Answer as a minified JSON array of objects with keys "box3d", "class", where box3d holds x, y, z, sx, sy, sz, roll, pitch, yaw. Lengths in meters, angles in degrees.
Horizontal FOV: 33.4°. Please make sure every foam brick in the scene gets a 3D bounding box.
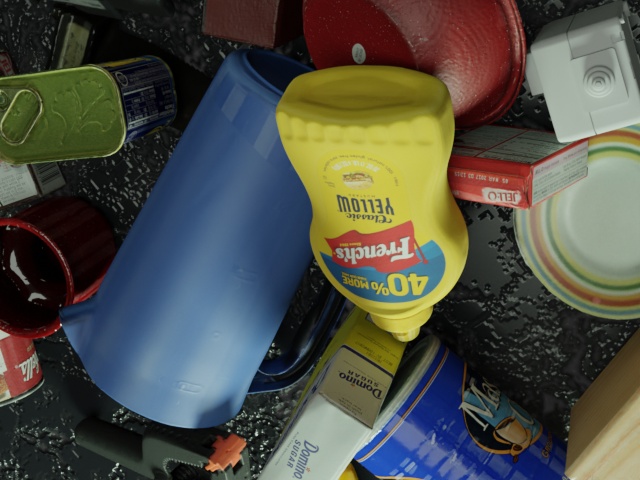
[{"box3d":[-0.037,-0.159,0.685,0.053,0.078,0.051,14,113,15],"class":"foam brick"}]

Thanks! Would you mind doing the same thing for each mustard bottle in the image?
[{"box3d":[0.038,-0.011,0.639,0.096,0.058,0.191,4,134,20],"class":"mustard bottle"}]

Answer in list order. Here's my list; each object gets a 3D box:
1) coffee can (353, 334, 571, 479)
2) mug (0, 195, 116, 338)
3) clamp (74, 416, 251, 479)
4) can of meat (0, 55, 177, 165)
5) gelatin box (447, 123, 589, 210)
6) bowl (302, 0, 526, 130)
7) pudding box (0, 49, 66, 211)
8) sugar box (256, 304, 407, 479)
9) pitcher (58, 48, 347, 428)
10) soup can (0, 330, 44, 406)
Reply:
[{"box3d":[0.100,0.148,0.740,0.140,0.102,0.103,39,116,1],"class":"coffee can"},{"box3d":[-0.217,0.012,0.801,0.117,0.081,0.093,15,113,14],"class":"mug"},{"box3d":[-0.113,0.173,0.810,0.164,0.036,0.210,41,147,3],"class":"clamp"},{"box3d":[-0.156,-0.088,0.704,0.102,0.083,0.057,-4,104,21],"class":"can of meat"},{"box3d":[0.115,-0.046,0.661,0.073,0.089,0.030,12,113,34],"class":"gelatin box"},{"box3d":[0.041,-0.123,0.639,0.162,0.055,0.162,35,148,25],"class":"bowl"},{"box3d":[-0.258,-0.076,0.808,0.090,0.039,0.113,-16,102,23],"class":"pudding box"},{"box3d":[0.014,0.099,0.708,0.048,0.176,0.093,33,116,3],"class":"sugar box"},{"box3d":[-0.055,0.001,0.732,0.145,0.149,0.243,38,114,18],"class":"pitcher"},{"box3d":[-0.267,0.074,0.849,0.069,0.068,0.102,-7,106,20],"class":"soup can"}]
